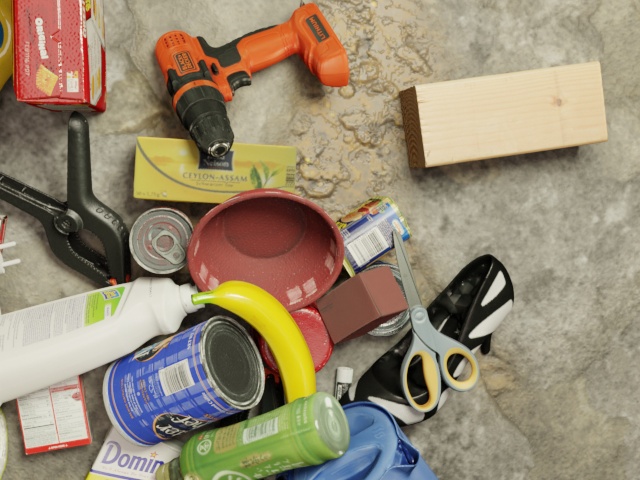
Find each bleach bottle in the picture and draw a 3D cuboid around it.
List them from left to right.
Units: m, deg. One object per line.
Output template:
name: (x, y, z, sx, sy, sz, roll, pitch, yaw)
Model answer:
bleach bottle: (-0.245, 0.098, 1.128, 0.251, 0.102, 0.068, -17, 129, 3)

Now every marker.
marker: (0.022, 0.207, 1.229, 0.020, 0.020, 0.121, 5, 94, -8)

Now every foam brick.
foam brick: (0.044, 0.068, 1.133, 0.051, 0.078, 0.053, -12, 73, -46)

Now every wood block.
wood block: (0.202, -0.139, 1.189, 0.206, 0.090, 0.091, -8, 95, -6)

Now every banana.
banana: (-0.052, 0.108, 1.112, 0.069, 0.037, 0.197, -36, 110, 4)

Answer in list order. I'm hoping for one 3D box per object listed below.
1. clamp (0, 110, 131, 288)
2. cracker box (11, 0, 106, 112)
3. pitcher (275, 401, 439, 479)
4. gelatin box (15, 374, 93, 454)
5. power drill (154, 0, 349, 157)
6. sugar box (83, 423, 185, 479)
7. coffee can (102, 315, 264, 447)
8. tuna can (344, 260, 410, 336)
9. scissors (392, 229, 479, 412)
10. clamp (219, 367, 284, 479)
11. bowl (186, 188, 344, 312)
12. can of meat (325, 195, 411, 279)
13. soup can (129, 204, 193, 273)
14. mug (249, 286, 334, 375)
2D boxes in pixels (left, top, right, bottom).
clamp: (-0.259, -0.034, 1.132, 0.165, 0.036, 0.210, -25, 115, 29)
cracker box: (-0.258, -0.213, 1.061, 0.072, 0.214, 0.164, -1, 95, -6)
pitcher: (0.073, 0.297, 1.165, 0.145, 0.149, 0.242, -41, 122, -4)
gelatin box: (-0.296, 0.186, 1.182, 0.073, 0.030, 0.089, -9, 95, -5)
power drill: (-0.069, -0.174, 1.125, 0.187, 0.057, 0.184, -18, 53, -11)
sugar box: (-0.226, 0.293, 1.192, 0.093, 0.048, 0.176, 26, 92, -9)
coffee can: (-0.145, 0.151, 1.132, 0.140, 0.102, 0.103, -25, 99, 28)
tuna can: (0.068, 0.066, 1.216, 0.086, 0.034, 0.086, -1, 95, -7)
scissors: (0.124, 0.086, 1.148, 0.096, 0.016, 0.202, -2, 99, -9)
clamp: (-0.080, 0.229, 1.184, 0.120, 0.039, 0.171, 29, 91, 28)
bowl: (-0.057, 0.001, 1.106, 0.162, 0.055, 0.162, -2, 128, -3)
can of meat: (0.047, -0.005, 1.175, 0.084, 0.102, 0.057, -33, 99, -6)
soup can: (-0.169, -0.003, 1.146, 0.068, 0.102, 0.068, -1, 95, -7)
mug: (-0.036, 0.096, 1.181, 0.093, 0.081, 0.117, -31, 98, -4)
